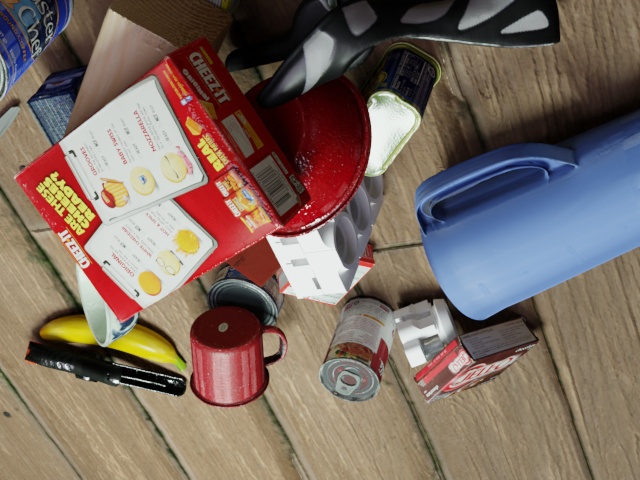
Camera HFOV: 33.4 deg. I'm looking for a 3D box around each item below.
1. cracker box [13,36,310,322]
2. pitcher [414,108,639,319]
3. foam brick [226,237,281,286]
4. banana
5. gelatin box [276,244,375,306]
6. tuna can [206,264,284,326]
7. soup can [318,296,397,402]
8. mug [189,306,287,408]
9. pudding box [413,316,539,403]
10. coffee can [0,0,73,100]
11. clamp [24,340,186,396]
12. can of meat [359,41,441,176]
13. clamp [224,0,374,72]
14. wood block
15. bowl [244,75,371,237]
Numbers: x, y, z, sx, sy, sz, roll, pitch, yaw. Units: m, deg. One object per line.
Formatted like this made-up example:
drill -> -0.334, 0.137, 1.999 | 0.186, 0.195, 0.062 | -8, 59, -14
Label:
cracker box -> -0.136, -0.047, 0.914 | 0.214, 0.072, 0.164 | -30, 99, 35
pitcher -> 0.215, -0.032, 0.978 | 0.243, 0.149, 0.145 | -26, 88, 31
foam brick -> -0.058, 0.001, 1.157 | 0.053, 0.051, 0.078 | 37, 131, -12
banana -> -0.267, 0.125, 1.349 | 0.198, 0.037, 0.070 | 14, 132, 8
gelatin box -> 0.005, 0.031, 1.159 | 0.073, 0.030, 0.089 | 14, 139, -27
tuna can -> -0.086, 0.067, 1.236 | 0.086, 0.033, 0.086 | 10, 132, 11
soup can -> 0.043, 0.120, 1.188 | 0.068, 0.102, 0.068 | 10, 132, 11
mug -> -0.094, 0.127, 1.215 | 0.117, 0.093, 0.081 | -10, 127, -12
pudding box -> 0.167, 0.128, 1.150 | 0.039, 0.113, 0.090 | 59, 136, 19
coffee can -> -0.310, -0.203, 1.009 | 0.103, 0.140, 0.103 | 10, 132, 11
clamp -> -0.292, 0.159, 1.347 | 0.210, 0.036, 0.164 | 11, 171, 19
can of meat -> 0.062, -0.119, 0.988 | 0.057, 0.083, 0.102 | 30, 133, -7
clamp -> -0.011, -0.181, 0.992 | 0.120, 0.039, 0.172 | 28, 127, -11
wood block -> -0.169, -0.129, 0.985 | 0.090, 0.090, 0.206 | 29, 129, -3
bowl -> -0.036, -0.086, 0.948 | 0.162, 0.162, 0.055 | -17, 159, 31
